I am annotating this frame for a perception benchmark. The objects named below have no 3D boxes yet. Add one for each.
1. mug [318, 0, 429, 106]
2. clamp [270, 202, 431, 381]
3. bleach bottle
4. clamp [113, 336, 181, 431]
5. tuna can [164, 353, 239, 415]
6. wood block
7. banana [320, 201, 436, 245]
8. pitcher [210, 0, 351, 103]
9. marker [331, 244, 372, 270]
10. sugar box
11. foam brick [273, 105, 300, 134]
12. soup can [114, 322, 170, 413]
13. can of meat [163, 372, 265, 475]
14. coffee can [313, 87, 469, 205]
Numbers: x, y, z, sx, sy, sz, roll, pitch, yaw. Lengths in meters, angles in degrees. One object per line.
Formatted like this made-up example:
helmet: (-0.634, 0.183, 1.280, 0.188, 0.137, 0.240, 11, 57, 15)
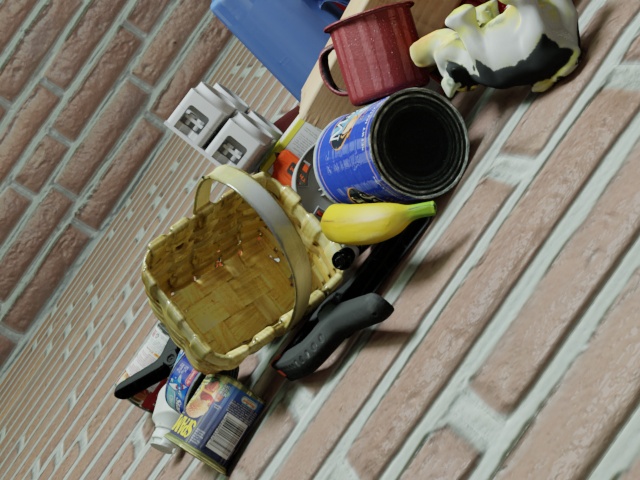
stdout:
mug: (0.049, -0.178, 1.050, 0.117, 0.081, 0.093, -15, 4, 33)
clamp: (0.025, 0.060, 0.980, 0.210, 0.036, 0.164, -46, 8, 43)
bleach bottle: (-0.131, 0.131, 1.253, 0.103, 0.068, 0.250, -32, 30, 58)
clamp: (-0.175, 0.164, 1.329, 0.171, 0.039, 0.120, -47, 50, 1)
tuna can: (-0.129, 0.153, 1.159, 0.086, 0.034, 0.086, -41, -33, -34)
wood block: (0.064, -0.212, 1.145, 0.206, 0.090, 0.090, -59, 14, 26)
banana: (0.036, -0.015, 0.963, 0.198, 0.069, 0.037, -175, 83, -72)
pitcher: (-0.012, -0.258, 1.353, 0.149, 0.242, 0.145, -48, 14, 1)
marker: (0.033, 0.007, 1.019, 0.020, 0.020, 0.121, -50, -4, 18)
sugar box: (-0.024, -0.081, 1.302, 0.176, 0.093, 0.048, -50, 11, 17)
foam brick: (-0.026, -0.133, 1.411, 0.051, 0.078, 0.053, -39, 4, 1)
soup can: (-0.215, 0.168, 1.410, 0.102, 0.068, 0.068, -55, 16, 1)
can of meat: (-0.106, 0.183, 1.084, 0.084, 0.057, 0.102, -57, 16, -13)
coffee can: (0.065, -0.084, 1.031, 0.102, 0.102, 0.140, -60, 16, -14)
